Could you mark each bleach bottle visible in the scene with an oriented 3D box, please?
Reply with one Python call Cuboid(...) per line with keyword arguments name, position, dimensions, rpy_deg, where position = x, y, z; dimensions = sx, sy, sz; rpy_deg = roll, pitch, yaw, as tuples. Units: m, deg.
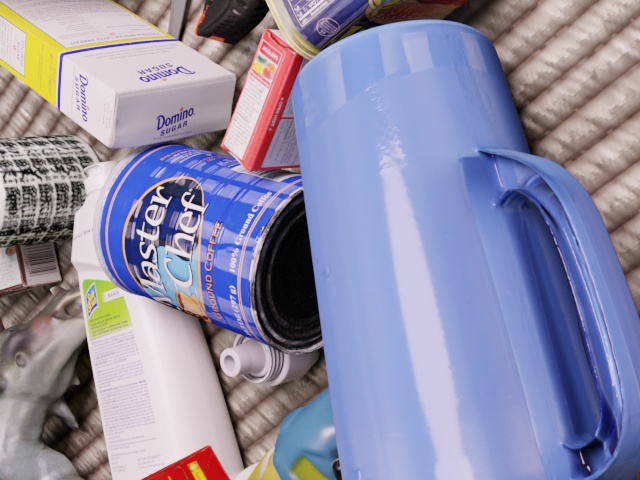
Cuboid(name="bleach bottle", position=(-0.121, 0.066, 0.745), dimensions=(0.103, 0.067, 0.251), rpy_deg=(-19, 82, 42))

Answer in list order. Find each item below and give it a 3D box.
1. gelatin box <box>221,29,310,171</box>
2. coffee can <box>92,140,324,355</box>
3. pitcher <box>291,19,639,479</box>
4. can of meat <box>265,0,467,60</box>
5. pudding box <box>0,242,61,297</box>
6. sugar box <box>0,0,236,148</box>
Cuboid(name="gelatin box", position=(-0.005, -0.078, 0.598), dimensions=(0.030, 0.089, 0.073), rpy_deg=(42, 122, 31))
Cuboid(name="coffee can", position=(-0.054, 0.001, 0.646), dimensions=(0.141, 0.102, 0.103), rpy_deg=(16, 108, 39))
Cuboid(name="pitcher", position=(0.064, 0.018, 0.506), dimensions=(0.149, 0.145, 0.243), rpy_deg=(-15, 72, 13))
Cuboid(name="can of meat", position=(0.035, -0.137, 0.545), dimensions=(0.084, 0.101, 0.057), rpy_deg=(-33, 76, 38))
Cuboid(name="pudding box", position=(-0.262, -0.011, 0.875), dimensions=(0.090, 0.039, 0.113), rpy_deg=(-14, 86, 43))
Cuboid(name="sugar box", position=(-0.146, -0.119, 0.708), dimensions=(0.176, 0.093, 0.048), rpy_deg=(38, 129, 35))
